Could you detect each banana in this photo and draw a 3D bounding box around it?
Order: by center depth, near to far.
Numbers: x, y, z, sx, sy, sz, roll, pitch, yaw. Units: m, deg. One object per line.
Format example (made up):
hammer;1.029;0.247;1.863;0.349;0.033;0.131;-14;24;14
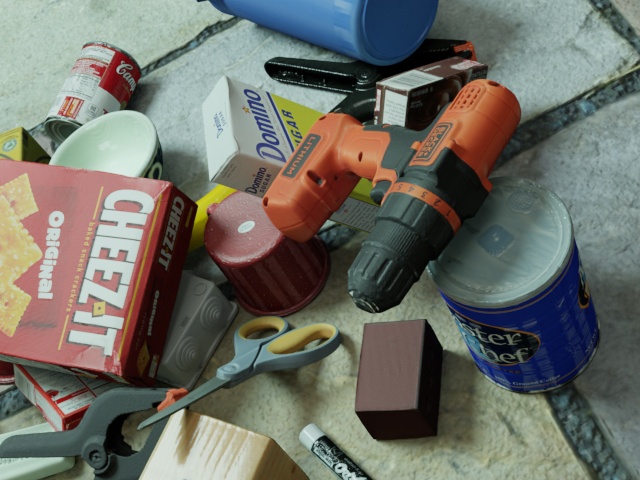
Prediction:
banana;-0.134;-0.019;0.971;0.197;0.069;0.037;-17;13;-18

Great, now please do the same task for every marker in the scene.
marker;0.028;0.180;0.801;0.020;0.020;0.121;-45;52;-10

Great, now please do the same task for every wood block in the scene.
wood block;-0.098;0.239;0.769;0.091;0.090;0.206;13;64;27

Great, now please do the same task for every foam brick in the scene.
foam brick;0.061;0.106;0.816;0.051;0.053;0.078;-5;57;21

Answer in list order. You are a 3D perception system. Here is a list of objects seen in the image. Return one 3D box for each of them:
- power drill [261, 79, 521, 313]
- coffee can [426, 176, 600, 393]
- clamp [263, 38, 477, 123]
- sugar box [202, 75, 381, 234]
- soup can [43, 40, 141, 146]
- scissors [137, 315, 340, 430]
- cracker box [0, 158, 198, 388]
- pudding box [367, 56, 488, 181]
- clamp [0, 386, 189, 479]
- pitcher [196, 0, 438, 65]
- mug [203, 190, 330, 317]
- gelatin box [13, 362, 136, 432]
power drill;0.038;-0.032;0.763;0.188;0.057;0.184;7;56;55
coffee can;0.141;0.035;0.772;0.103;0.140;0.103;-12;54;16
clamp;0.043;-0.135;0.995;0.210;0.036;0.164;-11;48;14
sugar box;-0.010;-0.068;0.894;0.048;0.176;0.093;-46;39;35
soup can;-0.237;-0.147;1.109;0.069;0.068;0.102;6;61;27
scissors;-0.075;0.098;0.840;0.201;0.016;0.096;-17;23;-33
cracker box;-0.228;0.022;0.888;0.214;0.072;0.164;8;76;17
pudding box;0.090;-0.098;0.889;0.039;0.090;0.113;26;34;38
clamp;-0.166;0.179;0.837;0.172;0.039;0.120;-30;88;19
pitcher;0.004;-0.258;1.026;0.243;0.144;0.149;32;104;42
mug;-0.056;0.001;0.920;0.093;0.081;0.117;-46;52;-11
gelatin box;-0.209;0.125;0.916;0.073;0.030;0.089;-21;42;-37
